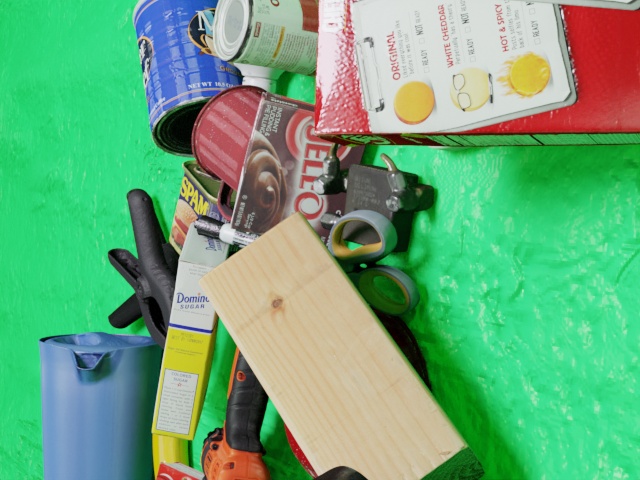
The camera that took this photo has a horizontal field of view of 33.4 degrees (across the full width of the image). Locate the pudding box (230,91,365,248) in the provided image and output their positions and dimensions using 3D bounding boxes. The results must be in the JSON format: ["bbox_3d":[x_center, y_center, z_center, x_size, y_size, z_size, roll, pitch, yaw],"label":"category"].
[{"bbox_3d":[-0.018,-0.056,0.869,0.039,0.090,0.113,-99,23,-68],"label":"pudding box"}]

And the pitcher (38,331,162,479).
[{"bbox_3d":[-0.241,0.221,1.173,0.145,0.148,0.243,4,92,43],"label":"pitcher"}]

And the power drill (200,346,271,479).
[{"bbox_3d":[-0.066,0.129,0.935,0.184,0.057,0.187,-179,96,-77],"label":"power drill"}]

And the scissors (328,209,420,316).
[{"bbox_3d":[0.015,0.033,0.849,0.096,0.016,0.202,53,150,1],"label":"scissors"}]

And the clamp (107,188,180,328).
[{"bbox_3d":[-0.177,0.050,1.159,0.210,0.036,0.165,33,115,51],"label":"clamp"}]

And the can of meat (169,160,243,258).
[{"bbox_3d":[-0.104,-0.020,1.037,0.102,0.057,0.084,45,126,51],"label":"can of meat"}]

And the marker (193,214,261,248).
[{"bbox_3d":[-0.056,0.001,0.928,0.121,0.020,0.020,17,103,20],"label":"marker"}]

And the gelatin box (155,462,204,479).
[{"bbox_3d":[-0.126,0.261,1.027,0.089,0.030,0.073,14,89,37],"label":"gelatin box"}]

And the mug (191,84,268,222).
[{"bbox_3d":[-0.059,-0.069,0.938,0.082,0.093,0.117,40,110,47],"label":"mug"}]

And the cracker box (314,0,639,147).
[{"bbox_3d":[0.109,-0.136,0.603,0.214,0.072,0.164,2,87,22],"label":"cracker box"}]

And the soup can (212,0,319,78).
[{"bbox_3d":[-0.031,-0.175,0.897,0.069,0.102,0.068,-12,76,57],"label":"soup can"}]

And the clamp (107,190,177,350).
[{"bbox_3d":[-0.173,0.047,1.089,0.171,0.039,0.120,69,153,17],"label":"clamp"}]

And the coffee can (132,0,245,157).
[{"bbox_3d":[-0.123,-0.167,1.042,0.103,0.102,0.140,-43,51,47],"label":"coffee can"}]

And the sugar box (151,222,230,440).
[{"bbox_3d":[-0.116,0.082,0.973,0.093,0.048,0.176,-88,11,-67],"label":"sugar box"}]

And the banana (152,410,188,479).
[{"bbox_3d":[-0.146,0.224,1.089,0.070,0.037,0.198,-18,71,56],"label":"banana"}]

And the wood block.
[{"bbox_3d":[0.013,0.093,0.734,0.091,0.090,0.206,-35,62,-1],"label":"wood block"}]
